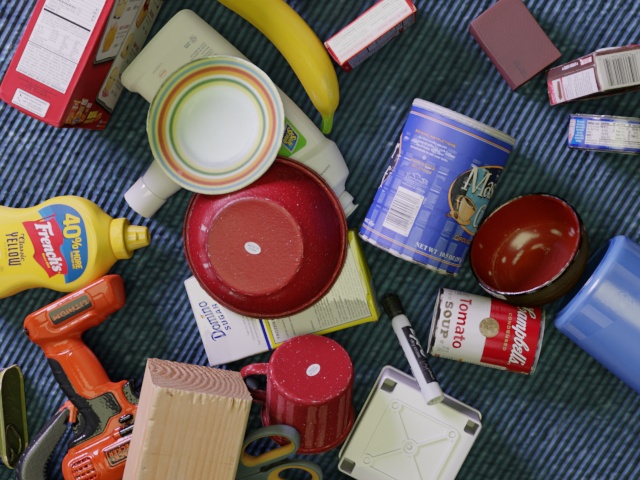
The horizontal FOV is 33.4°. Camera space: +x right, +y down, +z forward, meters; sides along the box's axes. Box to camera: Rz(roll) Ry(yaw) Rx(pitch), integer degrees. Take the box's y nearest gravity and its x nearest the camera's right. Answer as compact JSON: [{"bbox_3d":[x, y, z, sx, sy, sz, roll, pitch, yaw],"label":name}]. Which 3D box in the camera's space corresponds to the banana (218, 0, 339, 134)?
[{"bbox_3d":[-0.040,-0.194,1.030,0.070,0.037,0.198,-38,88,39],"label":"banana"}]

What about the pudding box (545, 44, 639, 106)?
[{"bbox_3d":[0.276,-0.153,0.971,0.113,0.090,0.039,-9,90,-17],"label":"pudding box"}]

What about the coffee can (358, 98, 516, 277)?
[{"bbox_3d":[0.109,-0.050,1.005,0.103,0.102,0.140,23,96,3],"label":"coffee can"}]

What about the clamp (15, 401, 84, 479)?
[{"bbox_3d":[-0.274,0.269,1.078,0.164,0.036,0.210,0,91,-22],"label":"clamp"}]

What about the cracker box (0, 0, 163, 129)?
[{"bbox_3d":[-0.207,-0.212,0.992,0.072,0.164,0.214,25,96,1],"label":"cracker box"}]

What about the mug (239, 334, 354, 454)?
[{"bbox_3d":[-0.022,0.142,1.022,0.117,0.093,0.081,11,138,6],"label":"mug"}]

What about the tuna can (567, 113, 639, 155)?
[{"bbox_3d":[0.274,-0.098,0.994,0.086,0.086,0.034,6,96,5],"label":"tuna can"}]

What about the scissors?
[{"bbox_3d":[-0.077,0.237,1.048,0.096,0.016,0.202,38,128,-17],"label":"scissors"}]

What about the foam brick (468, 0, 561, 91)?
[{"bbox_3d":[0.183,-0.188,1.013,0.053,0.051,0.078,-35,90,8],"label":"foam brick"}]

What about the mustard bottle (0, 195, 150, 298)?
[{"bbox_3d":[-0.265,0.005,1.067,0.191,0.058,0.096,-6,89,5],"label":"mustard bottle"}]

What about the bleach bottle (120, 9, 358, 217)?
[{"bbox_3d":[-0.069,-0.105,1.039,0.251,0.068,0.102,44,98,-2],"label":"bleach bottle"}]

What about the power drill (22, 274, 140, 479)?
[{"bbox_3d":[-0.192,0.132,1.041,0.184,0.057,0.188,-26,82,0],"label":"power drill"}]

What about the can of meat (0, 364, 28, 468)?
[{"bbox_3d":[-0.351,0.181,1.090,0.084,0.057,0.102,-3,94,7],"label":"can of meat"}]

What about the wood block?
[{"bbox_3d":[-0.132,0.222,0.969,0.090,0.090,0.206,11,97,-14],"label":"wood block"}]

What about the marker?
[{"bbox_3d":[0.088,0.103,1.033,0.020,0.020,0.121,-27,60,7],"label":"marker"}]

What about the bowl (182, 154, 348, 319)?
[{"bbox_3d":[-0.057,0.001,0.997,0.162,0.055,0.162,1,99,8],"label":"bowl"}]

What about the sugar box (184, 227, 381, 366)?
[{"bbox_3d":[-0.037,0.056,1.056,0.176,0.048,0.093,-16,93,10],"label":"sugar box"}]

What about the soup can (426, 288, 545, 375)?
[{"bbox_3d":[0.159,0.087,1.029,0.102,0.068,0.068,11,95,5],"label":"soup can"}]

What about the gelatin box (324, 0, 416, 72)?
[{"bbox_3d":[0.049,-0.200,1.013,0.089,0.073,0.030,-36,90,7],"label":"gelatin box"}]
